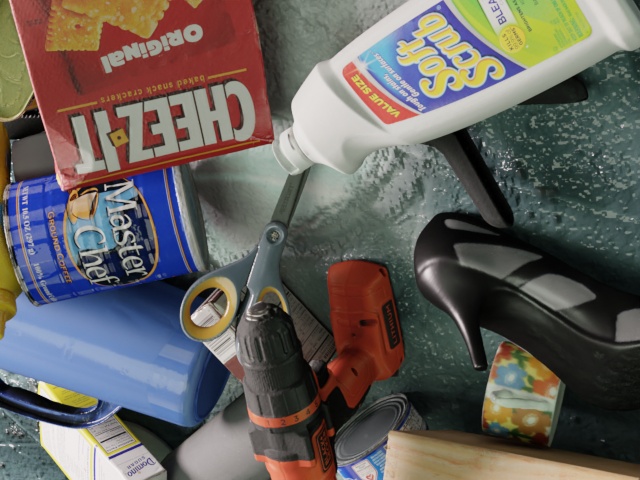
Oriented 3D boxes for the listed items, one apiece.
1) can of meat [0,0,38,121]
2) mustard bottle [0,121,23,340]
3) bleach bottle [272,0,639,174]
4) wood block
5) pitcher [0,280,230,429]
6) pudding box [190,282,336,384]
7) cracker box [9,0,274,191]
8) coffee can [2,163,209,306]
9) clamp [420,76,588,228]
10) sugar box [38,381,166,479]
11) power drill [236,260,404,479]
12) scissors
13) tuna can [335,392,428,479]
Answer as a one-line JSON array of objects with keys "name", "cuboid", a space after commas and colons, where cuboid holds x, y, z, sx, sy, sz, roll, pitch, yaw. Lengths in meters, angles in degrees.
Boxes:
[{"name": "can of meat", "cuboid": [-0.227, -0.147, 0.829, 0.057, 0.084, 0.102, 30, 101, -4]}, {"name": "mustard bottle", "cuboid": [-0.272, -0.007, 0.860, 0.058, 0.191, 0.096, -8, 151, -14]}, {"name": "bleach bottle", "cuboid": [0.078, -0.109, 0.701, 0.251, 0.068, 0.102, -30, 88, 24]}, {"name": "wood block", "cuboid": [0.153, 0.200, 0.793, 0.207, 0.090, 0.090, 3, 84, 41]}, {"name": "pitcher", "cuboid": [-0.203, 0.086, 0.946, 0.243, 0.145, 0.149, 18, 151, 12]}, {"name": "pudding box", "cuboid": [-0.045, 0.078, 0.888, 0.113, 0.090, 0.039, 48, 125, -6]}, {"name": "cracker box", "cuboid": [-0.131, -0.157, 0.756, 0.164, 0.072, 0.214, -14, 116, -9]}, {"name": "coffee can", "cuboid": [-0.168, -0.011, 0.854, 0.140, 0.103, 0.103, -12, 115, 0]}, {"name": "clamp", "cuboid": [0.098, -0.100, 0.748, 0.171, 0.039, 0.120, 38, 114, 4]}, {"name": "sugar box", "cuboid": [-0.211, 0.209, 1.028, 0.176, 0.048, 0.093, 35, 133, 36]}, {"name": "power drill", "cuboid": [0.001, 0.092, 0.813, 0.057, 0.187, 0.184, 4, 121, 26]}, {"name": "scissors", "cuboid": [-0.055, 0.001, 0.826, 0.096, 0.016, 0.202, 6, 94, -1]}, {"name": "tuna can", "cuboid": [0.049, 0.170, 0.898, 0.086, 0.086, 0.033, -31, 104, 35]}]
